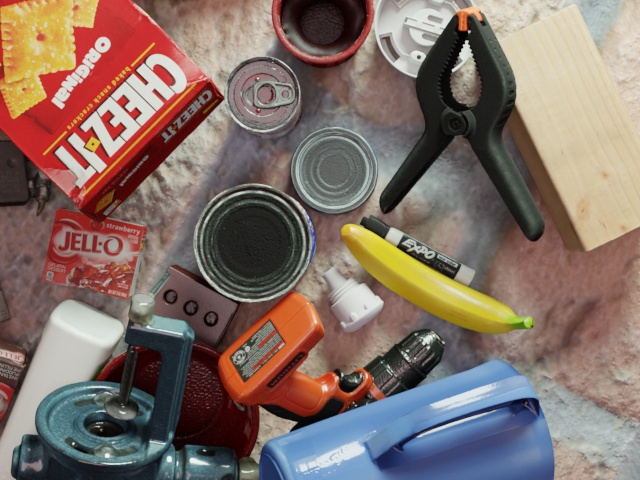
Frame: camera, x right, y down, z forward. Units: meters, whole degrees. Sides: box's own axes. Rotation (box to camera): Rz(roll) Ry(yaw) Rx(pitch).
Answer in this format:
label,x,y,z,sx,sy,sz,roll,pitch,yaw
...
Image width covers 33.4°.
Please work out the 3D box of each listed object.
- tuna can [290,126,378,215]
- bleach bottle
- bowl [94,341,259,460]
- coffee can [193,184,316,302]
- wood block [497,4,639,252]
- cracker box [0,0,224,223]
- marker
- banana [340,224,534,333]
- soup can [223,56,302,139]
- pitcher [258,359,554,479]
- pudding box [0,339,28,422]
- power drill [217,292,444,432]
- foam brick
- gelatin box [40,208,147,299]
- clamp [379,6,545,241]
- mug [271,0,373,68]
label,x,y,z,sx,sy,sz,roll,pitch,yaw
tuna can,0.013,-0.067,1.028,0.086,0.034,0.086,0,91,1
bleach bottle,-0.274,0.185,1.018,0.068,0.102,0.251,27,98,-4
bowl,-0.138,0.159,1.015,0.162,0.055,0.162,-1,106,-2
coffee can,-0.056,0.001,0.978,0.103,0.140,0.103,0,91,1
wood block,0.234,-0.101,0.994,0.090,0.091,0.206,-26,90,2
cracker box,-0.220,-0.150,0.958,0.214,0.072,0.164,44,89,11
marker,0.093,0.009,1.035,0.121,0.020,0.020,28,92,0
banana,0.107,0.041,1.014,0.198,0.070,0.037,26,59,8
soup can,-0.051,-0.130,0.994,0.068,0.102,0.068,0,91,1
pitcher,0.076,0.192,0.939,0.242,0.145,0.149,-13,105,-19
pudding box,-0.346,0.129,1.011,0.113,0.039,0.090,21,112,-16
power drill,0.011,0.121,0.969,0.184,0.057,0.187,-44,135,3
foam brick,-0.122,0.063,1.025,0.078,0.051,0.053,27,91,1
gelatin box,-0.219,0.012,1.037,0.089,0.030,0.073,13,91,1
clamp,0.121,-0.104,0.974,0.165,0.036,0.210,4,109,31
mug,0.004,-0.219,1.001,0.093,0.081,0.117,6,92,1
